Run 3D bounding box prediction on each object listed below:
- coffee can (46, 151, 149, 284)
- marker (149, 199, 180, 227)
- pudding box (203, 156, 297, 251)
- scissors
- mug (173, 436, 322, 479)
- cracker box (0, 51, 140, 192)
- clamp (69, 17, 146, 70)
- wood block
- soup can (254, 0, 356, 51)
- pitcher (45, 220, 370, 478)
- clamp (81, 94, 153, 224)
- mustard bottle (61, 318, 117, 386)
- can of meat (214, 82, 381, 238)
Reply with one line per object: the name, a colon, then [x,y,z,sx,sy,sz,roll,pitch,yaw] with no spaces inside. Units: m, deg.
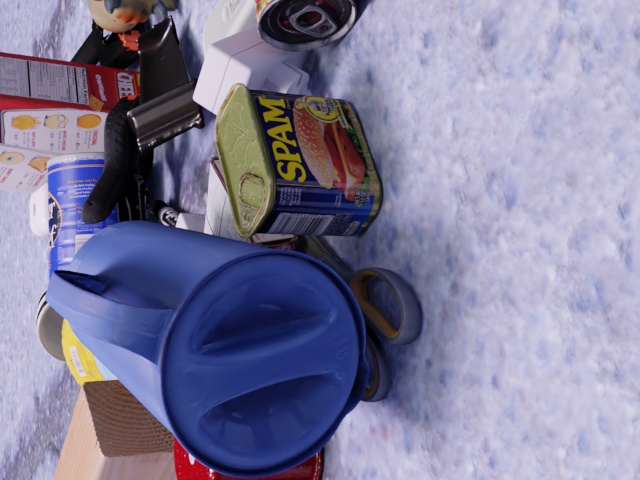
coffee can: [-0.222,-0.010,1.070,0.103,0.102,0.140,-16,74,61]
marker: [-0.134,-0.016,0.994,0.121,0.020,0.020,31,115,59]
pudding box: [-0.055,0.001,0.812,0.113,0.039,0.090,-122,32,-43]
scissors: [0.008,0.041,0.728,0.202,0.016,0.096,28,113,60]
mug: [-0.051,0.143,0.763,0.117,0.081,0.093,-63,37,39]
cracker box: [-0.308,-0.121,1.122,0.164,0.213,0.072,-49,45,49]
clamp: [-0.236,-0.233,1.180,0.210,0.036,0.165,50,131,51]
wood block: [-0.200,0.236,1.030,0.091,0.090,0.206,63,140,41]
soup can: [-0.018,-0.191,0.736,0.069,0.068,0.102,-46,48,52]
pitcher: [-0.094,0.051,0.700,0.243,0.144,0.149,16,135,59]
clamp: [-0.180,-0.056,1.002,0.120,0.039,0.171,81,-167,-55]
mustard bottle: [-0.203,0.111,1.069,0.192,0.058,0.096,-13,96,61]
can of meat: [-0.016,-0.051,0.705,0.058,0.083,0.102,-54,43,46]
